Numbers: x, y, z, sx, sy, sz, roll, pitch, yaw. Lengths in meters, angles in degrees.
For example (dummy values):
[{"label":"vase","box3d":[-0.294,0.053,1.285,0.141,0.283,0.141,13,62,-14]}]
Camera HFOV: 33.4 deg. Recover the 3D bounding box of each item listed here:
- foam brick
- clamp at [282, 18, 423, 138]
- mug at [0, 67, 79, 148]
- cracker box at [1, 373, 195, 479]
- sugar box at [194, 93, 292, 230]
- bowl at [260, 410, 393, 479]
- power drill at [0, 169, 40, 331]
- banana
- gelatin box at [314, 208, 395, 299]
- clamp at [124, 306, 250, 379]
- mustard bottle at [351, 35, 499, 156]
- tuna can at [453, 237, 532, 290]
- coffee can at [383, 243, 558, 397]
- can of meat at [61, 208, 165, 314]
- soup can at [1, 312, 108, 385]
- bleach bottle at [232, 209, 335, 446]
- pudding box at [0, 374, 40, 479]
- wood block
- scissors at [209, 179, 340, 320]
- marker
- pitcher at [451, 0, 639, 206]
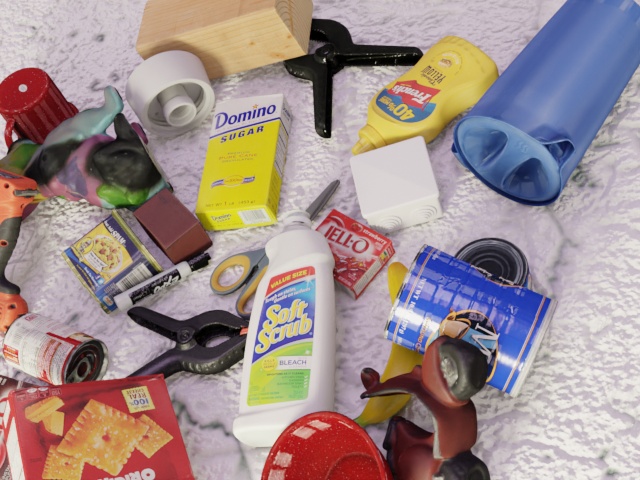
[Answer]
[{"label":"foam brick","box3d":[-0.174,-0.014,1.263,0.053,0.051,0.078,-39,54,-10]},{"label":"clamp","box3d":[0.022,-0.232,1.353,0.164,0.036,0.210,-33,51,-4]},{"label":"mug","box3d":[-0.386,-0.167,1.419,0.093,0.081,0.117,11,61,25]},{"label":"cracker box","box3d":[-0.212,0.238,1.047,0.164,0.072,0.214,-2,47,-26]},{"label":"sugar box","box3d":[-0.092,-0.098,1.296,0.093,0.048,0.176,-5,57,15]},{"label":"bowl","box3d":[0.016,0.242,0.999,0.162,0.055,0.162,-13,71,41]},{"label":"power drill","box3d":[-0.420,0.002,1.278,0.184,0.057,0.188,16,100,16]},{"label":"banana","box3d":[0.079,0.108,1.104,0.070,0.037,0.197,8,60,20]},{"label":"gelatin box","box3d":[0.027,0.013,1.190,0.089,0.030,0.073,31,72,32]},{"label":"clamp","box3d":[-0.150,0.123,1.170,0.172,0.039,0.120,-3,56,21]},{"label":"mustard bottle","box3d":[0.113,-0.159,1.260,0.191,0.058,0.096,-40,52,-9]},{"label":"tuna can","box3d":[0.177,0.039,1.119,0.086,0.033,0.086,-9,55,13]},{"label":"coffee can","box3d":[0.145,0.077,1.038,0.140,0.103,0.102,24,66,11]},{"label":"can of meat","box3d":[-0.245,0.026,1.258,0.084,0.057,0.102,-39,54,-7]},{"label":"soup can","box3d":[-0.299,0.127,1.200,0.102,0.068,0.068,18,64,28]},{"label":"bleach bottle","box3d":[-0.035,0.085,1.122,0.103,0.068,0.251,-7,62,14]},{"label":"pudding box","box3d":[-0.338,0.212,1.173,0.090,0.039,0.113,11,61,25]},{"label":"wood block","box3d":[-0.124,-0.276,1.377,0.206,0.090,0.091,-10,55,25]},{"label":"scissors","box3d":[-0.058,0.002,1.236,0.096,0.016,0.201,13,62,26]},{"label":"marker","box3d":[-0.181,0.045,1.232,0.121,0.020,0.020,-28,52,-15]},{"label":"pitcher","box3d":[0.257,-0.166,1.183,0.149,0.145,0.242,31,67,20]}]
